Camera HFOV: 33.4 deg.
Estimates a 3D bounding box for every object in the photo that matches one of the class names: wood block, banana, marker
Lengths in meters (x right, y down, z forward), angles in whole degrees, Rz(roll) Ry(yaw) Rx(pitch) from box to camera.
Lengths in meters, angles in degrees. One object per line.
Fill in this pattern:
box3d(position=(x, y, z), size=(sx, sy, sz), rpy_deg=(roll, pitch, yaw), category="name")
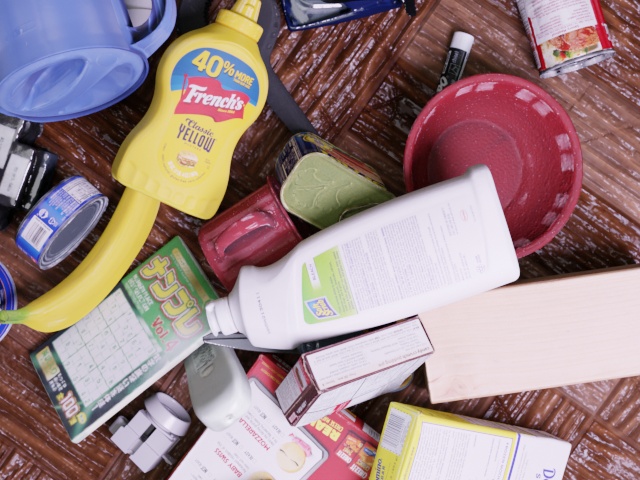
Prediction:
box3d(position=(0.189, 0.078, 0.924), size=(0.206, 0.090, 0.091), rpy_deg=(-9, 89, 3), category="wood block")
box3d(position=(-0.198, 0.014, 0.956), size=(0.037, 0.069, 0.197), rpy_deg=(35, 78, 25), category="banana")
box3d(position=(0.111, -0.129, 0.965), size=(0.020, 0.020, 0.121), rpy_deg=(18, 91, 3), category="marker")

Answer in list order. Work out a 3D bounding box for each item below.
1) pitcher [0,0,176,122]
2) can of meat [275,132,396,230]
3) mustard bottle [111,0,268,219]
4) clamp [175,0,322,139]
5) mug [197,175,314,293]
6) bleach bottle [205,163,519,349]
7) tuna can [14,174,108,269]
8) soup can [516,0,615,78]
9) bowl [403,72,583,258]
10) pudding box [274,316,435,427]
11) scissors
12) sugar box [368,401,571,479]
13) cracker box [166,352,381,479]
box3d(position=(-0.233, -0.237, 0.917), size=(0.149, 0.145, 0.243), rpy_deg=(-10, 75, -33), category="pitcher")
box3d(position=(0.012, -0.045, 0.923), size=(0.102, 0.084, 0.057), rpy_deg=(29, 104, -17), category="can of meat")
box3d(position=(-0.099, -0.122, 0.917), size=(0.096, 0.058, 0.191), rpy_deg=(24, 92, -23), category="mustard bottle")
box3d(position=(-0.072, -0.164, 0.965), size=(0.164, 0.036, 0.210), rpy_deg=(5, 94, 1), category="clamp")
box3d(position=(-0.056, 0.001, 0.927), size=(0.081, 0.117, 0.093), rpy_deg=(-32, 78, 7), category="mug")
box3d(position=(0.027, 0.021, 0.868), size=(0.251, 0.068, 0.102), rpy_deg=(-17, 86, 5), category="bleach bottle")
box3d(position=(-0.230, -0.017, 0.948), size=(0.034, 0.086, 0.086), rpy_deg=(41, 91, 3), category="tuna can")
box3d(position=(0.211, -0.202, 0.936), size=(0.068, 0.068, 0.102), rpy_deg=(-16, 88, 2), category="soup can")
box3d(position=(0.144, -0.063, 0.935), size=(0.162, 0.055, 0.162), rpy_deg=(0, 92, -10), category="bowl")
box3d(position=(0.027, 0.108, 0.879), size=(0.113, 0.090, 0.039), rpy_deg=(-18, 69, -26), category="pudding box")
box3d(position=(0.001, 0.075, 0.932), size=(0.201, 0.016, 0.096), rpy_deg=(23, 76, -23), category="scissors")
box3d(position=(0.127, 0.198, 0.907), size=(0.176, 0.048, 0.093), rpy_deg=(17, 90, -33), category="sugar box")
box3d(position=(-0.048, 0.229, 0.944), size=(0.164, 0.072, 0.214), rpy_deg=(37, 92, 3), category="cracker box")
